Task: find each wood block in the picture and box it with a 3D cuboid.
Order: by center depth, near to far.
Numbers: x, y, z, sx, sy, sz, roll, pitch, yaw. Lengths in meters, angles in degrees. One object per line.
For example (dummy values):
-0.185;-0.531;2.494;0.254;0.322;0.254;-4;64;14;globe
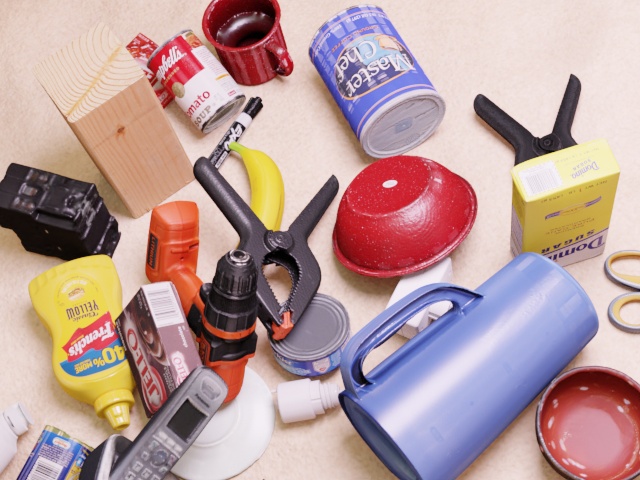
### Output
-0.215;-0.123;1.150;0.090;0.206;0.090;-35;64;-9;wood block

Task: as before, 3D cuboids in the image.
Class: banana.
-0.074;-0.023;1.173;0.070;0.037;0.198;-8;61;23;banana

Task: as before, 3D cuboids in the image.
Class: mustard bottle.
-0.237;0.112;1.122;0.096;0.058;0.192;-19;62;-12;mustard bottle

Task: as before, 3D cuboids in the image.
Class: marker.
-0.103;-0.118;1.233;0.020;0.020;0.121;26;71;21;marker

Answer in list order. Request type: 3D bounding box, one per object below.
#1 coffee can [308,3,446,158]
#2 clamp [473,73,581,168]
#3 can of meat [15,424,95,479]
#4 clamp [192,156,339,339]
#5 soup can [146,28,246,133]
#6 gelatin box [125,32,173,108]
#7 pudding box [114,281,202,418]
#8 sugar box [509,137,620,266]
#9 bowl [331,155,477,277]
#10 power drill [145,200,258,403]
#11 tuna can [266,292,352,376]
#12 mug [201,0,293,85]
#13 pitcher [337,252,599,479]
0.061;-0.177;1.184;0.103;0.103;0.140;-27;63;-3;coffee can
0.232;-0.101;1.152;0.120;0.039;0.171;-7;63;8;clamp
-0.254;0.237;1.041;0.057;0.102;0.084;18;67;18;can of meat
-0.057;0.001;1.104;0.164;0.036;0.210;12;54;-16;clamp
-0.142;-0.182;1.226;0.068;0.068;0.102;-39;87;-10;soup can
-0.209;-0.200;1.285;0.089;0.030;0.073;36;75;24;gelatin box
-0.160;0.109;1.059;0.039;0.090;0.113;-8;67;-34;pudding box
0.234;-0.026;1.038;0.093;0.176;0.048;-17;61;2;sugar box
0.079;-0.038;1.108;0.162;0.055;0.162;-15;41;13;bowl
-0.119;0.043;1.068;0.057;0.185;0.188;-7;41;-26;power drill
-0.010;0.096;1.091;0.086;0.034;0.086;-5;48;6;tuna can
-0.075;-0.230;1.247;0.117;0.081;0.093;35;75;23;mug
0.139;0.115;1.008;0.242;0.149;0.145;-40;64;-13;pitcher
